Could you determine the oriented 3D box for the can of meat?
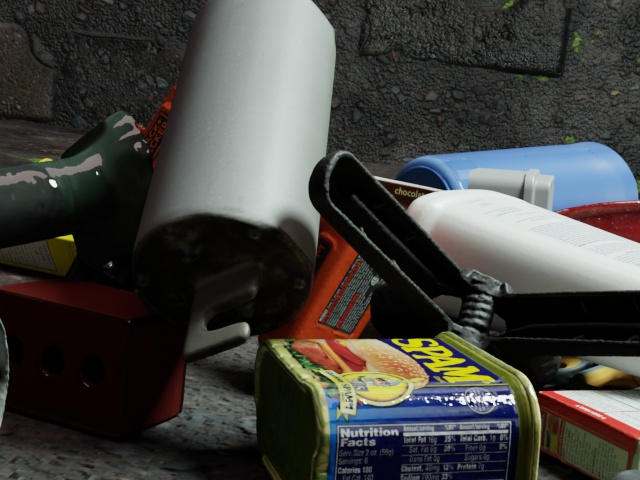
[{"bbox_3d":[0.024,0.071,0.417,0.083,0.057,0.102,1,8,-16],"label":"can of meat"}]

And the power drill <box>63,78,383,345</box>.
[{"bbox_3d":[-0.054,0.001,0.596,0.188,0.184,0.057,35,8,35],"label":"power drill"}]

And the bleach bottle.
[{"bbox_3d":[0.161,0.036,0.528,0.102,0.068,0.251,-7,21,-45],"label":"bleach bottle"}]

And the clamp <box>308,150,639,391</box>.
[{"bbox_3d":[0.079,0.036,0.481,0.165,0.036,0.210,20,-19,13],"label":"clamp"}]

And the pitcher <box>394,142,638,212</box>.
[{"bbox_3d":[0.180,-0.033,1.050,0.242,0.145,0.149,-3,-19,-37],"label":"pitcher"}]

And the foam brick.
[{"bbox_3d":[-0.105,0.050,0.478,0.078,0.053,0.051,9,8,25],"label":"foam brick"}]
